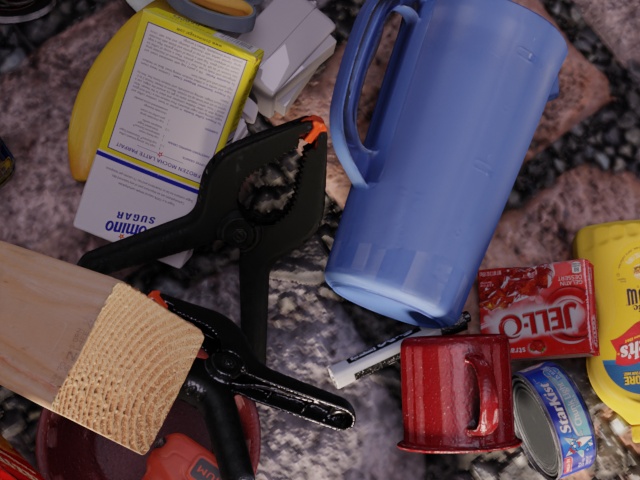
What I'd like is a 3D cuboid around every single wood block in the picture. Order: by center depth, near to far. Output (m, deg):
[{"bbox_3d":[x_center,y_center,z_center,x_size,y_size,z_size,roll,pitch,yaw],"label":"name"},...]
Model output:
[{"bbox_3d":[-0.192,0.062,0.731,0.206,0.090,0.090,14,72,41],"label":"wood block"}]

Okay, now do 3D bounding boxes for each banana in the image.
[{"bbox_3d":[-0.147,-0.137,0.857,0.070,0.037,0.197,41,83,16],"label":"banana"}]

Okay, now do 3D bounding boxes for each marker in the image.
[{"bbox_3d":[0.064,0.084,0.841,0.121,0.020,0.020,-23,81,-9],"label":"marker"}]

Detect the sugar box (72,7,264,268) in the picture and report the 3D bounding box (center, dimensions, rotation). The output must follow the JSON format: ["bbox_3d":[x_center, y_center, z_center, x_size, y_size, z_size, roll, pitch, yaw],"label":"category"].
[{"bbox_3d":[-0.116,-0.077,0.812,0.093,0.048,0.176,22,108,0],"label":"sugar box"}]

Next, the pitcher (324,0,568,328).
[{"bbox_3d":[0.082,-0.065,0.819,0.149,0.145,0.243,18,79,16],"label":"pitcher"}]

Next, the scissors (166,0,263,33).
[{"bbox_3d":[-0.129,-0.213,0.835,0.202,0.016,0.096,29,37,16],"label":"scissors"}]

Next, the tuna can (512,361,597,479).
[{"bbox_3d":[0.173,0.135,0.805,0.033,0.086,0.086,-18,80,-10],"label":"tuna can"}]

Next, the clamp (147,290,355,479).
[{"bbox_3d":[-0.070,0.103,0.737,0.171,0.039,0.120,33,33,15],"label":"clamp"}]

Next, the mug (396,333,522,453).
[{"bbox_3d":[0.103,0.111,0.783,0.093,0.117,0.081,-2,86,-9],"label":"mug"}]

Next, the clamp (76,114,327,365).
[{"bbox_3d":[-0.055,0.001,0.793,0.164,0.036,0.210,41,100,-16],"label":"clamp"}]

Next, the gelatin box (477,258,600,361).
[{"bbox_3d":[0.169,0.056,0.831,0.089,0.030,0.073,-7,78,25],"label":"gelatin box"}]

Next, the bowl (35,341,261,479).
[{"bbox_3d":[-0.125,0.149,0.793,0.162,0.055,0.162,1,78,-5],"label":"bowl"}]
